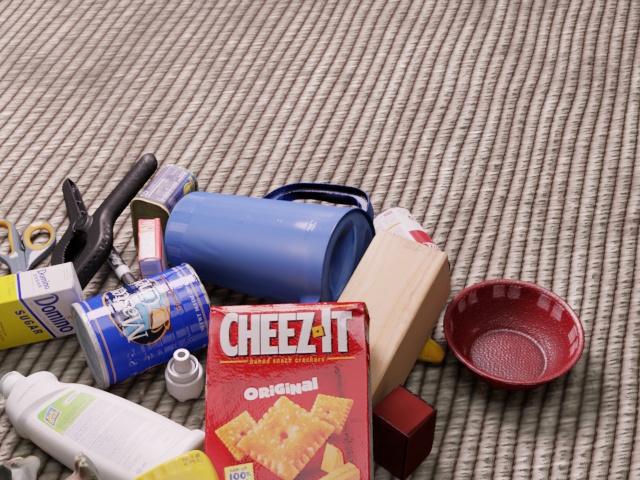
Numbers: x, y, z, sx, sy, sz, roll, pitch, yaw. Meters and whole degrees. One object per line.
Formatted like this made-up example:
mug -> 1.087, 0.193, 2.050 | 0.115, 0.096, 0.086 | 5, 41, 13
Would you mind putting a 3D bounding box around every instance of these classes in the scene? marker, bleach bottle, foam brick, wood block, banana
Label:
marker -> -0.261, 0.027, 1.362 | 0.020, 0.020, 0.121 | -23, 48, -22
bleach bottle -> -0.243, 0.201, 1.151 | 0.251, 0.068, 0.102 | 24, 48, 26
foam brick -> 0.086, 0.204, 1.135 | 0.051, 0.078, 0.052 | 31, 50, 29
wood block -> 0.062, 0.103, 1.194 | 0.090, 0.091, 0.206 | 21, 63, 21
banana -> 0.074, 0.083, 1.289 | 0.069, 0.037, 0.198 | -20, 47, -17

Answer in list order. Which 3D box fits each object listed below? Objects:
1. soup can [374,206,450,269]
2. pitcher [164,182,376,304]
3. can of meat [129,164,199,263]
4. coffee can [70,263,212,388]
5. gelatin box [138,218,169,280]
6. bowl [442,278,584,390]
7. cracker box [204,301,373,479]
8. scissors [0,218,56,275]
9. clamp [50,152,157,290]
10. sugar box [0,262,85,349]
soup can -> 0.108, 0.013, 1.340 | 0.068, 0.068, 0.102 | -18, 46, -18
pitcher -> -0.058, 0.002, 1.287 | 0.243, 0.145, 0.149 | 11, 13, 29
can of meat -> -0.196, -0.035, 1.368 | 0.057, 0.102, 0.083 | 17, 44, 15
coffee can -> -0.203, 0.097, 1.228 | 0.140, 0.103, 0.103 | -21, 48, -21
gelatin box -> -0.205, 0.030, 1.308 | 0.030, 0.089, 0.073 | -5, 44, -4
bowl -> 0.221, 0.120, 1.238 | 0.162, 0.055, 0.162 | 0, 44, 0
cracker box -> -0.030, 0.171, 1.067 | 0.164, 0.072, 0.213 | -2, 67, 4
scissors -> -0.363, 0.040, 1.351 | 0.096, 0.016, 0.202 | -17, 52, -24
clamp -> -0.301, -0.015, 1.367 | 0.165, 0.036, 0.210 | -7, 53, 38
sugar box -> -0.365, 0.085, 1.240 | 0.176, 0.093, 0.048 | -11, 53, -6
